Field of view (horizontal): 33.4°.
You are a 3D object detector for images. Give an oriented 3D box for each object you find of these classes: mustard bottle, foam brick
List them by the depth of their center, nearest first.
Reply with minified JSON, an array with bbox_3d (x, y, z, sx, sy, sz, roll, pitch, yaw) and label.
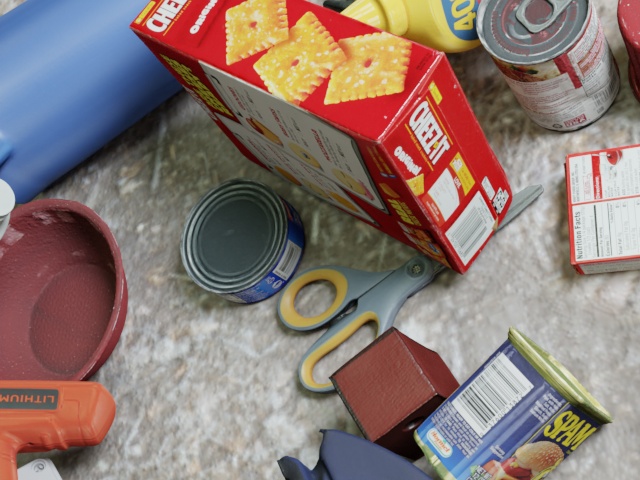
[{"bbox_3d":[0.051,0.095,0.648,0.053,0.078,0.051,-40,60,11],"label":"foam brick"},{"bbox_3d":[0.095,-0.174,0.675,0.191,0.096,0.058,-29,33,-16],"label":"mustard bottle"}]

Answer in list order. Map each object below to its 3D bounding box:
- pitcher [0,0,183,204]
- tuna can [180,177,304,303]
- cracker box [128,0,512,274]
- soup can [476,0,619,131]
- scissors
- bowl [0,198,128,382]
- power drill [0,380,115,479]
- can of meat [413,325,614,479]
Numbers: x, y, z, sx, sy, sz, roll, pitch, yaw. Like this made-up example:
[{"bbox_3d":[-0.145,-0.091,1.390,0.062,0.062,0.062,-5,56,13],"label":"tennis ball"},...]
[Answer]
[{"bbox_3d":[-0.174,-0.149,0.830,0.243,0.145,0.149,-31,73,9],"label":"pitcher"},{"bbox_3d":[-0.055,0.001,0.760,0.086,0.033,0.086,-9,68,23],"label":"tuna can"},{"bbox_3d":[0.004,-0.082,0.677,0.214,0.164,0.072,30,79,35],"label":"cracker box"},{"bbox_3d":[0.144,-0.118,0.665,0.069,0.102,0.068,-9,68,23],"label":"soup can"},{"bbox_3d":[0.048,0.015,0.715,0.202,0.016,0.096,-49,58,3],"label":"scissors"},{"bbox_3d":[-0.201,0.052,0.801,0.162,0.055,0.162,-9,68,23],"label":"bowl"},{"bbox_3d":[-0.180,0.181,0.674,0.184,0.057,0.187,2,52,1],"label":"power drill"},{"bbox_3d":[0.108,0.104,0.603,0.084,0.102,0.057,-46,58,7],"label":"can of meat"}]
